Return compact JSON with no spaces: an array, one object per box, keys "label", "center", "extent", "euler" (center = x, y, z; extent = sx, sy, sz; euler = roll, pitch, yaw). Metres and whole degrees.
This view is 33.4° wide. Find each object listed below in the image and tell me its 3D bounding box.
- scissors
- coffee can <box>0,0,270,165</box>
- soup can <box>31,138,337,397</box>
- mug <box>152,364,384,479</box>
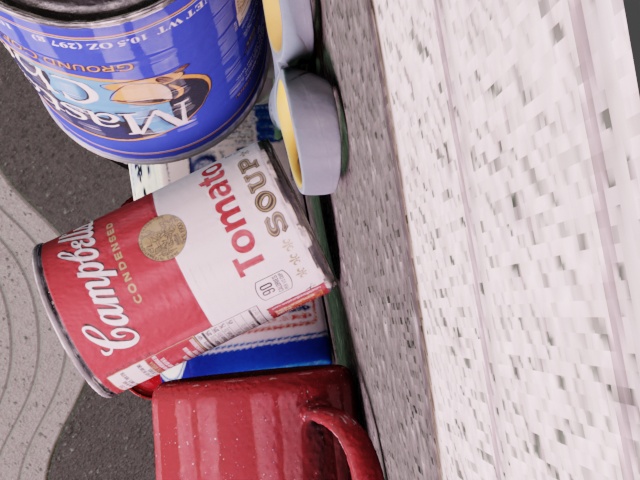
[{"label":"scissors","center":[-0.014,-0.070,0.409],"extent":[0.202,0.016,0.096],"euler":[-115,18,-73]},{"label":"coffee can","center":[-0.073,-0.097,0.396],"extent":[0.140,0.103,0.103],"euler":[90,169,-77]},{"label":"soup can","center":[-0.052,0.011,0.425],"extent":[0.068,0.102,0.068],"euler":[-31,-84,-90]},{"label":"mug","center":[-0.017,0.092,0.415],"extent":[0.117,0.093,0.081],"euler":[-12,82,55]}]
